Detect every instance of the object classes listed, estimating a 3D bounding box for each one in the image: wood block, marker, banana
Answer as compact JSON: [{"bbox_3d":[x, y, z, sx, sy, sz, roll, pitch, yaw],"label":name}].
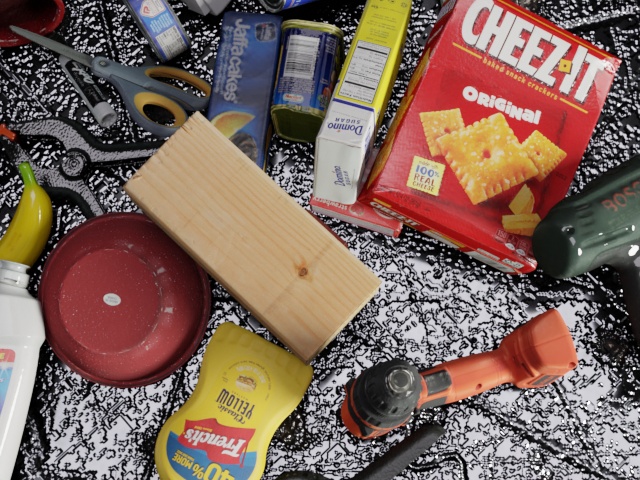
[{"bbox_3d":[-0.056,0.001,0.895,0.206,0.090,0.091,43,83,6],"label":"wood block"},{"bbox_3d":[-0.229,-0.154,1.018,0.020,0.020,0.121,-34,63,-6],"label":"marker"},{"bbox_3d":[-0.307,0.020,0.978,0.069,0.037,0.198,41,92,-14],"label":"banana"}]

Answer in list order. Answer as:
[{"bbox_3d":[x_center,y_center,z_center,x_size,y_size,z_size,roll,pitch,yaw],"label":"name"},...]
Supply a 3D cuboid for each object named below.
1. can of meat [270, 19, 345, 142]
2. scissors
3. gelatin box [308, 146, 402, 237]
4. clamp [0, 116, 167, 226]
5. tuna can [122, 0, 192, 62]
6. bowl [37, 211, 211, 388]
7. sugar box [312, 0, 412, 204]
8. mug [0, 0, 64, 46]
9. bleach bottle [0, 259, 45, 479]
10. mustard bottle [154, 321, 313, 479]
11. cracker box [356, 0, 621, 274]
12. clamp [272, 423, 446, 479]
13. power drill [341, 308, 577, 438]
[{"bbox_3d":[-0.012,-0.143,0.980,0.057,0.102,0.084,9,79,4],"label":"can of meat"},{"bbox_3d":[-0.200,-0.147,0.998,0.201,0.016,0.096,12,47,-9],"label":"scissors"},{"bbox_3d":[0.042,-0.051,0.992,0.089,0.030,0.073,18,78,7],"label":"gelatin box"},{"bbox_3d":[-0.226,-0.057,1.002,0.171,0.039,0.120,16,75,5],"label":"clamp"},{"bbox_3d":[-0.158,-0.212,1.009,0.033,0.086,0.086,-32,78,-4],"label":"tuna can"},{"bbox_3d":[-0.181,0.054,0.949,0.162,0.055,0.162,0,89,3],"label":"bowl"},{"bbox_3d":[0.038,-0.128,0.954,0.048,0.093,0.176,13,61,5],"label":"sugar box"},{"bbox_3d":[-0.310,-0.240,1.029,0.117,0.093,0.081,-32,69,32],"label":"mug"},{"bbox_3d":[-0.307,0.140,0.934,0.102,0.068,0.251,12,82,2],"label":"bleach bottle"},{"bbox_3d":[-0.089,0.174,0.931,0.096,0.058,0.191,28,80,3],"label":"mustard bottle"},{"bbox_3d":[0.152,-0.099,0.955,0.164,0.072,0.213,26,82,-8],"label":"cracker box"},{"bbox_3d":[0.017,0.235,0.922,0.210,0.036,0.164,3,81,6],"label":"clamp"},{"bbox_3d":[0.112,0.111,0.884,0.187,0.184,0.057,-15,77,-11],"label":"power drill"}]
